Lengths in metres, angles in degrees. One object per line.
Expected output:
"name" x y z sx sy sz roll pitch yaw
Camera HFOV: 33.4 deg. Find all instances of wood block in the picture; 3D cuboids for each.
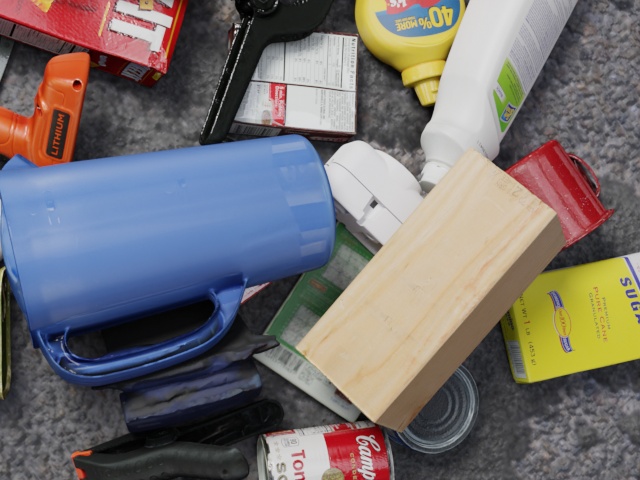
"wood block" 0.090 0.041 0.842 0.090 0.090 0.206 41 91 23

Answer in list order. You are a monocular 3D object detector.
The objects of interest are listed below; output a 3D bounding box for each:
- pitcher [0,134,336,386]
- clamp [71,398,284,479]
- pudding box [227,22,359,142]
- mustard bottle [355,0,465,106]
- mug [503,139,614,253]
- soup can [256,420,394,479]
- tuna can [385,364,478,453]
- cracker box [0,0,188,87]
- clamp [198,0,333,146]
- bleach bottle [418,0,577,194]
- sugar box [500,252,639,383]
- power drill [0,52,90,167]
"pitcher" -0.113 0.001 0.805 0.242 0.145 0.149 -12 112 -16
"clamp" -0.116 0.167 0.826 0.171 0.120 0.039 -17 93 6
"pudding box" -0.024 -0.135 0.912 0.113 0.039 0.090 4 82 -14
"mustard bottle" 0.075 -0.211 0.928 0.096 0.058 0.191 -13 88 -17
"mug" 0.200 -0.038 0.929 0.117 0.093 0.081 -33 88 -32
"soup can" 0.003 0.186 0.877 0.102 0.068 0.068 -5 86 -11
"tuna can" 0.091 0.137 0.908 0.086 0.034 0.086 -1 92 -19
"cracker box" -0.206 -0.237 0.852 0.213 0.072 0.164 17 83 -19
"clamp" -0.053 -0.183 0.864 0.209 0.036 0.164 -29 107 -25
"bleach bottle" 0.145 -0.153 0.908 0.102 0.068 0.250 45 68 -48
"sugar box" 0.249 0.064 0.947 0.176 0.048 0.093 -11 88 -11
"power drill" -0.274 -0.121 0.811 0.187 0.057 0.185 10 128 -13
